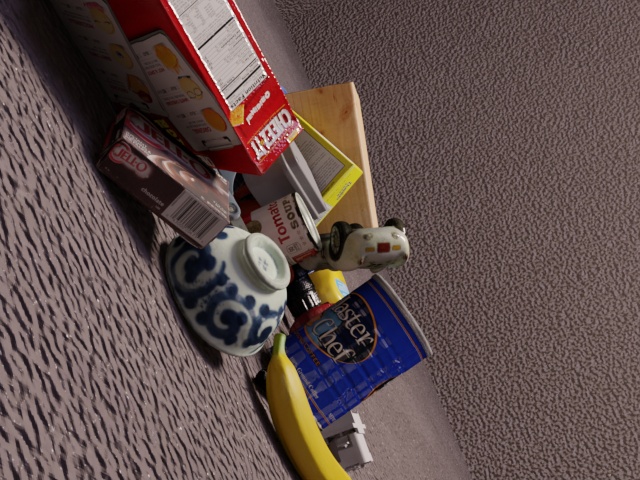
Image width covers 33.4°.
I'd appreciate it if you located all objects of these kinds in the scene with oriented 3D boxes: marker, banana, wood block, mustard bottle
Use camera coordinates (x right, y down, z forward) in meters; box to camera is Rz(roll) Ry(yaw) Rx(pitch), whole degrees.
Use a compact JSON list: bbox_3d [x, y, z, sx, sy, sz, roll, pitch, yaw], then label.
[{"bbox_3d":[-0.034,0.161,1.050,0.121,0.020,0.020,59,10,-46],"label":"marker"},{"bbox_3d":[-0.009,0.186,1.012,0.069,0.037,0.198,-47,122,-51],"label":"banana"},{"bbox_3d":[0.015,-0.074,1.287,0.090,0.090,0.206,39,43,-79],"label":"wood block"},{"bbox_3d":[0.016,0.079,1.578,0.096,0.058,0.192,56,11,-61],"label":"mustard bottle"}]

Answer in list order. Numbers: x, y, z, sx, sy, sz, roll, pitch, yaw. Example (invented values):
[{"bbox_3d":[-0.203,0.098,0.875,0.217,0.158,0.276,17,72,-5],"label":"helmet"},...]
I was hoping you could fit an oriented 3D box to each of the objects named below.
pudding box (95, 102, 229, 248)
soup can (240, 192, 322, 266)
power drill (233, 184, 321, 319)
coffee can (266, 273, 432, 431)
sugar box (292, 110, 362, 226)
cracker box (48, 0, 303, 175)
[{"bbox_3d":[-0.126,-0.054,0.873,0.113,0.039,0.090,42,16,-21],"label":"pudding box"},{"bbox_3d":[-0.057,0.001,1.084,0.068,0.102,0.068,-25,90,-83],"label":"soup can"},{"bbox_3d":[-0.057,0.019,1.232,0.184,0.057,0.187,62,4,0],"label":"power drill"},{"bbox_3d":[0.030,0.115,1.103,0.103,0.140,0.103,55,-4,6],"label":"coffee can"},{"bbox_3d":[-0.046,-0.102,1.231,0.176,0.093,0.048,44,6,22],"label":"sugar box"},{"bbox_3d":[-0.128,-0.162,0.893,0.164,0.072,0.213,12,-38,45],"label":"cracker box"}]
